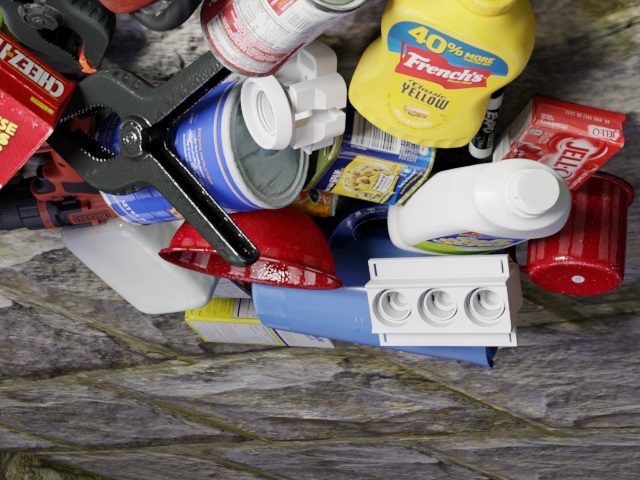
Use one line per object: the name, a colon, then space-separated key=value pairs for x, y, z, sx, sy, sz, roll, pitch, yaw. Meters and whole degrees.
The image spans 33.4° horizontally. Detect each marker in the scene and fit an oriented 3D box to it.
marker: x=0.126 y=-0.097 z=0.802 sx=0.020 sy=0.020 sz=0.121 roll=7 pitch=158 yaw=5

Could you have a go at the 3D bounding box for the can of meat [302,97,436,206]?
can of meat: x=0.038 y=-0.070 z=0.854 sx=0.083 sy=0.057 sz=0.102 roll=12 pitch=159 yaw=-13

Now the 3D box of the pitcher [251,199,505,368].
pitcher: x=0.060 y=0.036 z=1.040 sx=0.243 sy=0.149 sz=0.145 roll=5 pitch=173 yaw=18

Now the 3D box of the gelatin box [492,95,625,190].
gelatin box: x=0.182 y=-0.074 z=0.822 sx=0.073 sy=0.030 sz=0.089 roll=12 pitch=159 yaw=-8

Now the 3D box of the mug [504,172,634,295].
mug: x=0.210 y=-0.002 z=0.921 sx=0.117 sy=0.081 sz=0.093 roll=-9 pitch=152 yaw=38

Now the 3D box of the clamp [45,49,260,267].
clamp: x=-0.122 y=-0.085 z=0.774 sx=0.210 sy=0.165 sz=0.036 roll=18 pitch=-162 yaw=29

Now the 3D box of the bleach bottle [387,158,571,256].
bleach bottle: x=0.122 y=-0.027 z=0.821 sx=0.102 sy=0.068 sz=0.251 roll=6 pitch=176 yaw=-5

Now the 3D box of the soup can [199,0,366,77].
soup can: x=-0.022 y=-0.150 z=0.659 sx=0.068 sy=0.068 sz=0.102 roll=20 pitch=155 yaw=-27

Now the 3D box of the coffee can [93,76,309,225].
coffee can: x=-0.095 y=-0.069 z=0.845 sx=0.141 sy=0.103 sz=0.102 roll=-6 pitch=154 yaw=34

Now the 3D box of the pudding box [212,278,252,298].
pudding box: x=-0.138 y=0.034 z=1.210 sx=0.114 sy=0.039 sz=0.090 roll=0 pitch=157 yaw=26

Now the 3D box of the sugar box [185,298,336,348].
sugar box: x=-0.073 y=0.099 z=1.338 sx=0.176 sy=0.048 sz=0.093 roll=-1 pitch=157 yaw=13

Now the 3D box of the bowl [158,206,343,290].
bowl: x=-0.056 y=0.001 z=0.922 sx=0.162 sy=0.055 sz=0.162 roll=8 pitch=170 yaw=1

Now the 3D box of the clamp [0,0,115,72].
clamp: x=-0.181 y=-0.167 z=0.721 sx=0.120 sy=0.039 sz=0.171 roll=4 pitch=165 yaw=24

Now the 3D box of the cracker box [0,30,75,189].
cracker box: x=-0.310 y=-0.084 z=0.790 sx=0.164 sy=0.072 sz=0.214 roll=37 pitch=124 yaw=-21

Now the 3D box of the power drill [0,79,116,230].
power drill: x=-0.245 y=-0.065 z=0.935 sx=0.184 sy=0.057 sz=0.187 roll=-11 pitch=159 yaw=1

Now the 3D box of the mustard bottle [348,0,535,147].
mustard bottle: x=0.084 y=-0.128 z=0.685 sx=0.096 sy=0.058 sz=0.192 roll=23 pitch=157 yaw=-3
